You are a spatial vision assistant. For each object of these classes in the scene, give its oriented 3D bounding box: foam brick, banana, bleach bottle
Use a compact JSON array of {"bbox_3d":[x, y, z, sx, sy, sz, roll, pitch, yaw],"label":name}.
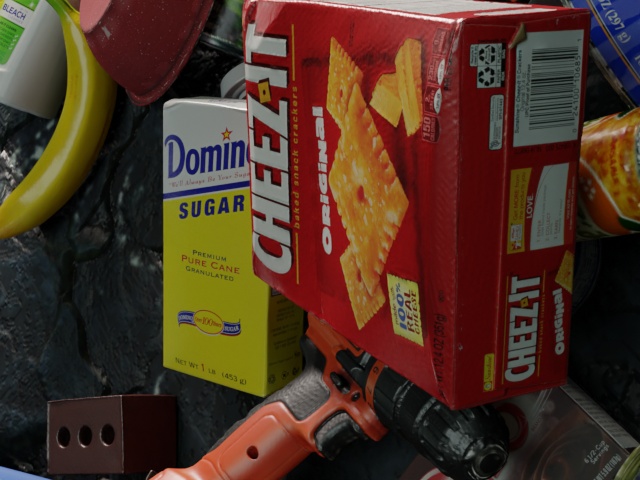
[{"bbox_3d":[-0.144,0.135,0.737,0.078,0.051,0.053,-11,76,35],"label":"foam brick"},{"bbox_3d":[-0.196,-0.086,0.815,0.070,0.037,0.198,19,101,9],"label":"banana"},{"bbox_3d":[-0.205,-0.228,0.841,0.103,0.068,0.251,29,97,36],"label":"bleach bottle"}]

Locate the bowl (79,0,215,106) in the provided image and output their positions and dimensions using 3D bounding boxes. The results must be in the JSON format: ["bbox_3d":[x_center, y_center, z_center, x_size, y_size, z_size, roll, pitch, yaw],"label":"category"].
[{"bbox_3d":[-0.124,-0.178,0.738,0.162,0.055,0.162,-35,47,48],"label":"bowl"}]

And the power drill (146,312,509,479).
[{"bbox_3d":[-0.004,0.118,0.570,0.187,0.057,0.185,-43,29,-2],"label":"power drill"}]

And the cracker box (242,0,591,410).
[{"bbox_3d":[0.032,-0.035,0.521,0.214,0.072,0.164,28,122,59],"label":"cracker box"}]

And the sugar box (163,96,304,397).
[{"bbox_3d":[-0.055,0.001,0.668,0.093,0.048,0.176,10,106,37],"label":"sugar box"}]
